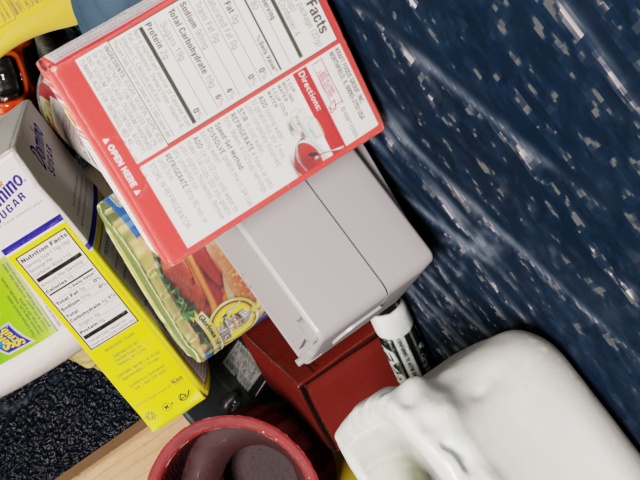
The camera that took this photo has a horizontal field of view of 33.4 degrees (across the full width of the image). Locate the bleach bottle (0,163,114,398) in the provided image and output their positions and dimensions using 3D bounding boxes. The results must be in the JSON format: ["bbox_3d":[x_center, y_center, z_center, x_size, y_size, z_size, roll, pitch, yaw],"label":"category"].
[{"bbox_3d":[-0.179,0.027,0.674,0.102,0.250,0.068,54,167,8],"label":"bleach bottle"}]

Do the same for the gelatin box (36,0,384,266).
[{"bbox_3d":[-0.033,-0.047,0.343,0.073,0.089,0.030,62,167,-23],"label":"gelatin box"}]

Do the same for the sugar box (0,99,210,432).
[{"bbox_3d":[-0.128,0.014,0.592,0.176,0.048,0.093,53,-174,-24],"label":"sugar box"}]

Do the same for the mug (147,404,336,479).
[{"bbox_3d":[-0.031,0.143,0.569,0.117,0.093,0.081,61,-171,5],"label":"mug"}]

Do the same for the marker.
[{"bbox_3d":[0.039,0.052,0.479,0.020,0.020,0.121,37,157,53],"label":"marker"}]

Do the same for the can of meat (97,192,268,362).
[{"bbox_3d":[-0.054,0.001,0.539,0.058,0.084,0.102,38,158,51],"label":"can of meat"}]

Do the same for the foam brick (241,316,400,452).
[{"bbox_3d":[0.000,0.064,0.570,0.078,0.053,0.051,38,158,53],"label":"foam brick"}]
